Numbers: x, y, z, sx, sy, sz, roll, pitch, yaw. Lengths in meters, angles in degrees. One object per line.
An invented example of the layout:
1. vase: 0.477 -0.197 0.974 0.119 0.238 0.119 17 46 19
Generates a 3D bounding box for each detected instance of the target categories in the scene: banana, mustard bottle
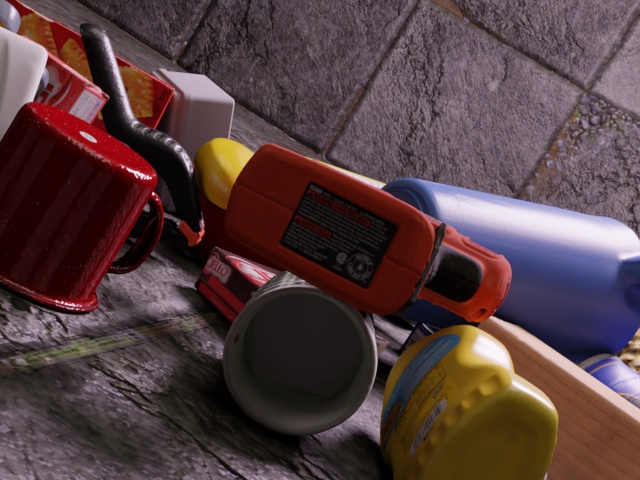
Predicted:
1. banana: -0.066 -0.052 0.827 0.069 0.037 0.197 30 8 3
2. mustard bottle: 0.073 0.098 0.606 0.058 0.096 0.191 30 7 -8

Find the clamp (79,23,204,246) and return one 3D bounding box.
1. clamp: -0.143 -0.068 0.760 0.171 0.120 0.039 35 13 -6

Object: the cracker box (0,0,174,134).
1. cracker box: -0.249 -0.155 0.930 0.213 0.072 0.164 30 -7 -21

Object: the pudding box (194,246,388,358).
1. pudding box: -0.021 0.052 0.750 0.113 0.039 0.090 26 9 -42

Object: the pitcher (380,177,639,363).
1. pitcher: 0.142 0.026 0.899 0.242 0.149 0.145 13 28 -33

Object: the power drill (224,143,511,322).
1. power drill: 0.014 -0.010 0.608 0.184 0.057 0.187 25 6 16

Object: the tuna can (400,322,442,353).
1. tuna can: 0.117 0.108 0.973 0.086 0.034 0.086 31 7 -5

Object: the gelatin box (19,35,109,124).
1. gelatin box: -0.197 -0.083 0.718 0.073 0.089 0.030 36 3 25

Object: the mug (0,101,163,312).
1. mug: -0.132 -0.017 0.577 0.117 0.081 0.093 25 10 -44

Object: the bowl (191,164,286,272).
1. bowl: -0.056 0.001 0.882 0.162 0.055 0.162 31 7 -5
